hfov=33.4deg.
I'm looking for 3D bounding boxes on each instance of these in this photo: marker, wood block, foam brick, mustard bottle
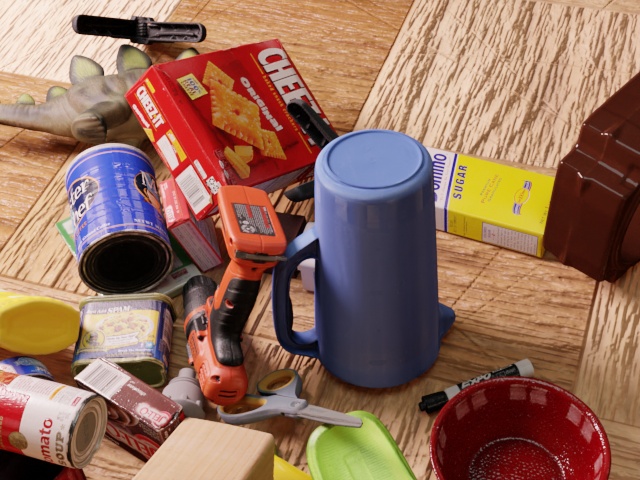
[{"bbox_3d":[0.154,0.145,1.058,0.121,0.020,0.020,-18,48,-10],"label":"marker"},{"bbox_3d":[-0.114,0.242,0.891,0.090,0.091,0.205,8,22,15],"label":"wood block"},{"bbox_3d":[-0.058,0.001,1.192,0.078,0.051,0.053,11,50,16],"label":"foam brick"},{"bbox_3d":[-0.339,0.077,1.117,0.096,0.058,0.192,4,2,-42],"label":"mustard bottle"}]

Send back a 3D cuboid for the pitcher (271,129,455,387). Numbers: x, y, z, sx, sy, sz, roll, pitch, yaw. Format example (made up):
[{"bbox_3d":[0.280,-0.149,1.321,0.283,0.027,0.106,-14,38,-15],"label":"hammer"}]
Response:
[{"bbox_3d":[0.043,0.019,1.033,0.145,0.243,0.149,23,47,28],"label":"pitcher"}]

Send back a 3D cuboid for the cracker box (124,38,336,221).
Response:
[{"bbox_3d":[-0.090,-0.132,1.205,0.213,0.072,0.164,-25,82,-47],"label":"cracker box"}]

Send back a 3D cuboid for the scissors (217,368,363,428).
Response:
[{"bbox_3d":[-0.015,0.149,1.013,0.202,0.016,0.096,-8,22,41],"label":"scissors"}]

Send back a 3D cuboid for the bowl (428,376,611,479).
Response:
[{"bbox_3d":[0.180,0.204,0.976,0.162,0.055,0.162,-3,47,3],"label":"bowl"}]

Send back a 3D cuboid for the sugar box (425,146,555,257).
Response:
[{"bbox_3d":[0.182,-0.047,1.215,0.176,0.048,0.093,17,51,19],"label":"sugar box"}]

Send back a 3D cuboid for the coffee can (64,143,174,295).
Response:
[{"bbox_3d":[-0.223,-0.023,1.176,0.102,0.103,0.140,-14,49,-7],"label":"coffee can"}]

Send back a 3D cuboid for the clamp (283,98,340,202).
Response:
[{"bbox_3d":[0.024,-0.094,1.210,0.039,0.171,0.120,-13,75,47],"label":"clamp"}]

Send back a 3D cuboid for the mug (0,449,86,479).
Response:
[{"bbox_3d":[-0.275,0.222,0.990,0.117,0.081,0.093,-13,47,-7],"label":"mug"}]

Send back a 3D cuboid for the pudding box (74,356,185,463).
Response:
[{"bbox_3d":[-0.176,0.171,1.022,0.114,0.090,0.039,27,54,28],"label":"pudding box"}]

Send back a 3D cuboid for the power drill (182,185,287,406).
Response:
[{"bbox_3d":[-0.092,0.042,1.065,0.057,0.188,0.184,3,33,-22],"label":"power drill"}]

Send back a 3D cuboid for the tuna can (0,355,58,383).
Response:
[{"bbox_3d":[-0.302,0.156,1.052,0.086,0.086,0.034,-30,50,-21],"label":"tuna can"}]

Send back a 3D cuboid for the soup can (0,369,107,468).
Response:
[{"bbox_3d":[-0.249,0.158,0.943,0.102,0.068,0.068,11,50,15],"label":"soup can"}]

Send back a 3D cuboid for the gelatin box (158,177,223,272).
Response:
[{"bbox_3d":[-0.145,-0.019,1.193,0.030,0.089,0.073,-26,47,7],"label":"gelatin box"}]

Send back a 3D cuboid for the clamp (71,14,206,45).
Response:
[{"bbox_3d":[-0.244,-0.276,1.398,0.164,0.036,0.210,3,9,-15],"label":"clamp"}]

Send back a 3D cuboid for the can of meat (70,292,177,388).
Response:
[{"bbox_3d":[-0.204,0.106,1.108,0.102,0.057,0.084,-3,49,4],"label":"can of meat"}]
